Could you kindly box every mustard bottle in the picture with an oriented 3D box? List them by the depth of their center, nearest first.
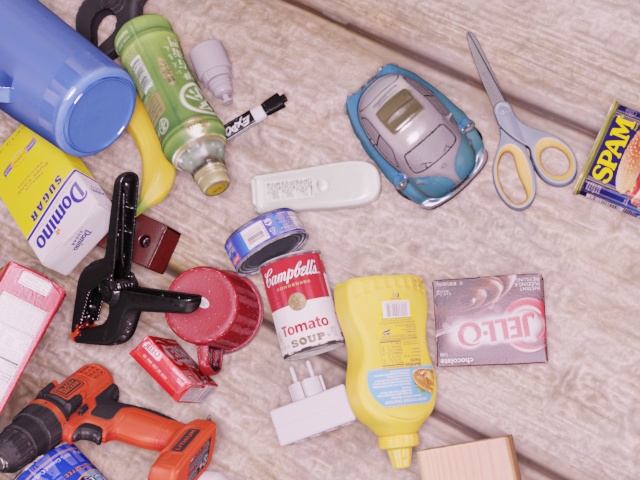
[{"bbox_3d":[0.070,0.133,1.077,0.096,0.058,0.191,-1,78,-31],"label":"mustard bottle"}]

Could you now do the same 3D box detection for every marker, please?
[{"bbox_3d":[-0.090,-0.128,1.186,0.121,0.020,0.020,-31,76,6],"label":"marker"}]

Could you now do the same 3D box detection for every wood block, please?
[{"bbox_3d":[0.160,0.297,1.025,0.091,0.090,0.206,-12,79,11],"label":"wood block"}]

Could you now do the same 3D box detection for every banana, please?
[{"bbox_3d":[-0.202,-0.114,1.185,0.069,0.037,0.198,-5,58,-30],"label":"banana"}]

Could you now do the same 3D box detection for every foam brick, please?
[{"bbox_3d":[-0.203,-0.003,1.173,0.078,0.051,0.053,22,86,15],"label":"foam brick"}]

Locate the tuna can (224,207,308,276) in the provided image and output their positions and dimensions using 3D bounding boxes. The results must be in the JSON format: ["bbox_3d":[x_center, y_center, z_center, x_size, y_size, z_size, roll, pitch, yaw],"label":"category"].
[{"bbox_3d":[-0.057,0.001,1.123,0.086,0.086,0.034,-31,74,6],"label":"tuna can"}]

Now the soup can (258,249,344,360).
[{"bbox_3d":[-0.019,0.068,1.113,0.068,0.068,0.102,-17,78,9],"label":"soup can"}]

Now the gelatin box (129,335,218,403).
[{"bbox_3d":[-0.152,0.135,1.119,0.073,0.089,0.030,44,91,15],"label":"gelatin box"}]

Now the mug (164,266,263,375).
[{"bbox_3d":[-0.116,0.083,1.124,0.093,0.081,0.117,3,81,12],"label":"mug"}]

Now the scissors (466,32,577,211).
[{"bbox_3d":[0.213,-0.131,1.123,0.096,0.016,0.202,-7,79,9],"label":"scissors"}]

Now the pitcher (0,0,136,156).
[{"bbox_3d":[-0.324,-0.189,1.159,0.243,0.145,0.149,36,83,27],"label":"pitcher"}]

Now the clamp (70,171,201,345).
[{"bbox_3d":[-0.212,0.039,1.119,0.210,0.036,0.164,-38,70,42],"label":"clamp"}]

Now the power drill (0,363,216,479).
[{"bbox_3d":[-0.214,0.201,1.078,0.188,0.184,0.057,20,118,15],"label":"power drill"}]

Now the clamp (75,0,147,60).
[{"bbox_3d":[-0.224,-0.276,1.230,0.120,0.039,0.171,13,90,18],"label":"clamp"}]

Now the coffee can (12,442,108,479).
[{"bbox_3d":[-0.249,0.293,1.107,0.140,0.102,0.103,41,91,15],"label":"coffee can"}]

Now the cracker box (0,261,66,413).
[{"bbox_3d":[-0.348,0.132,1.107,0.072,0.164,0.213,29,77,-16],"label":"cracker box"}]

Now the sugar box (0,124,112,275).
[{"bbox_3d":[-0.299,-0.054,1.176,0.093,0.048,0.176,-46,53,7],"label":"sugar box"}]

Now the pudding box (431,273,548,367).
[{"bbox_3d":[0.172,0.083,1.084,0.113,0.039,0.090,-5,80,12],"label":"pudding box"}]
